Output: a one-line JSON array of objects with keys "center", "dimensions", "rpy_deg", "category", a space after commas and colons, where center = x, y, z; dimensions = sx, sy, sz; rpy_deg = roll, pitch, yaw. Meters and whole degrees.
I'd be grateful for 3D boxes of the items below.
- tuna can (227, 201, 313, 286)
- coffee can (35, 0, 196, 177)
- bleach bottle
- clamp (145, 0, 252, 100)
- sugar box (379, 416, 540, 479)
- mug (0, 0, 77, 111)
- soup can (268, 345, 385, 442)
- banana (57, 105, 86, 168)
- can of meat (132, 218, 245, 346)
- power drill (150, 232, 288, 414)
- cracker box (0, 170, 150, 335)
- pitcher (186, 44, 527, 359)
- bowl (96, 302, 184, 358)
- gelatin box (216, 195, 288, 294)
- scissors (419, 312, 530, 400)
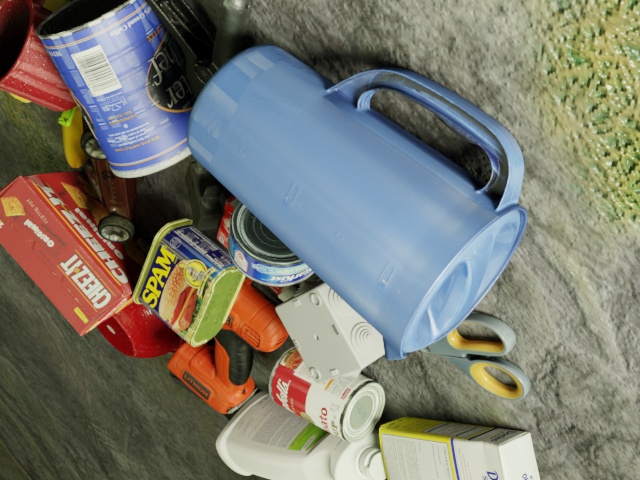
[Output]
[{"center": [-0.038, -0.005, 0.931], "dimensions": [0.086, 0.086, 0.034], "rpy_deg": [38, 148, 17], "category": "tuna can"}, {"center": [-0.166, -0.140, 0.921], "dimensions": [0.103, 0.102, 0.140], "rpy_deg": [12, 135, 48], "category": "coffee can"}, {"center": [-0.013, 0.227, 1.159], "dimensions": [0.068, 0.102, 0.251], "rpy_deg": [51, 156, -23], "category": "bleach bottle"}, {"center": [-0.078, -0.146, 0.861], "dimensions": [0.120, 0.039, 0.171], "rpy_deg": [22, 149, 46], "category": "clamp"}, {"center": [0.129, 0.219, 0.994], "dimensions": [0.177, 0.048, 0.093], "rpy_deg": [-5, 98, 54], "category": "sugar box"}, {"center": [-0.248, -0.177, 0.963], "dimensions": [0.081, 0.117, 0.093], "rpy_deg": [21, -170, -45], "category": "mug"}, {"center": [0.007, 0.156, 1.088], "dimensions": [0.102, 0.068, 0.068], "rpy_deg": [22, 142, 38], "category": "soup can"}, {"center": [-0.253, -0.128, 1.093], "dimensions": [0.037, 0.069, 0.198], "rpy_deg": [22, 169, -4], "category": "banana"}, {"center": [-0.131, 0.044, 1.071], "dimensions": [0.084, 0.057, 0.102], "rpy_deg": [37, 119, 22], "category": "can of meat"}, {"center": [-0.123, 0.094, 1.178], "dimensions": [0.184, 0.057, 0.188], "rpy_deg": [38, 142, 19], "category": "power drill"}, {"center": [-0.259, 0.004, 1.161], "dimensions": [0.164, 0.072, 0.213], "rpy_deg": [49, -174, -1], "category": "cracker box"}, {"center": [0.024, -0.045, 0.772], "dimensions": [0.243, 0.149, 0.145], "rpy_deg": [40, 166, 21], "category": "pitcher"}, {"center": [-0.252, 0.099, 1.387], "dimensions": [0.162, 0.055, 0.162], "rpy_deg": [35, 149, 24], "category": "bowl"}, {"center": [-0.057, 0.001, 1.022], "dimensions": [0.089, 0.030, 0.073], "rpy_deg": [42, 151, 10], "category": "gelatin box"}, {"center": [0.110, 0.103, 0.934], "dimensions": [0.096, 0.016, 0.202], "rpy_deg": [53, 151, -9], "category": "scissors"}]
